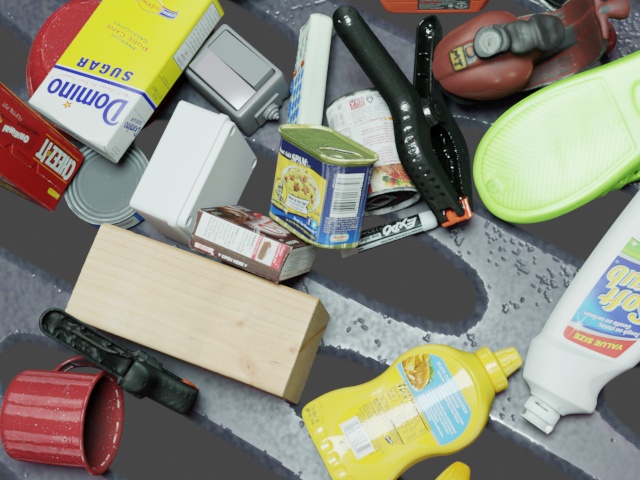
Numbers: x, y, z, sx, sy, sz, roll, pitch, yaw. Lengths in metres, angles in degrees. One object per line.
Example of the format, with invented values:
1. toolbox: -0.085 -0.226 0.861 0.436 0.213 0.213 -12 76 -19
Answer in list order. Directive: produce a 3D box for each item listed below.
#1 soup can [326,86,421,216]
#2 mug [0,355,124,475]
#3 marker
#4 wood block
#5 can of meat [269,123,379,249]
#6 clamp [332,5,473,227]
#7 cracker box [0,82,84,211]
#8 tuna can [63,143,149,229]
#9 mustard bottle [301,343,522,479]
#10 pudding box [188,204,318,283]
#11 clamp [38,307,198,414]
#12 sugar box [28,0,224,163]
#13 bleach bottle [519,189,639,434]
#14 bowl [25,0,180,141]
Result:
1. soup can: 0.048 -0.081 0.979 0.068 0.068 0.102 -14 75 3
2. mug: -0.227 0.149 0.952 0.081 0.093 0.117 3 46 12
3. marker: 0.075 -0.011 0.983 0.121 0.020 0.020 -18 75 2
4. wood block: -0.106 0.066 0.950 0.206 0.091 0.090 19 79 11
5. can of meat: 0.000 -0.048 0.938 0.102 0.057 0.084 35 122 50
6. clamp: 0.083 -0.115 0.951 0.036 0.164 0.210 -22 77 37
7. cracker box: -0.344 -0.120 0.969 0.214 0.164 0.072 24 80 22
8. tuna can: -0.199 -0.052 1.019 0.086 0.033 0.086 -2 76 7
9. mustard bottle: 0.087 0.144 0.924 0.191 0.058 0.096 -28 73 0
10. pudding box: -0.056 0.001 0.948 0.090 0.113 0.039 21 100 11
11. clamp: -0.164 0.108 0.911 0.120 0.171 0.039 35 82 25
12. sugar box: -0.177 -0.169 0.980 0.093 0.048 0.176 31 79 17
13. bleach bottle: 0.263 0.062 0.922 0.102 0.068 0.251 35 86 6
14. bowl: -0.219 -0.179 1.042 0.162 0.055 0.162 -2 76 6
